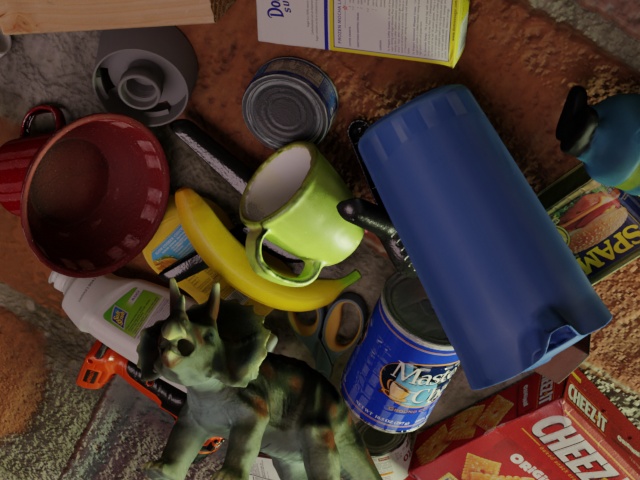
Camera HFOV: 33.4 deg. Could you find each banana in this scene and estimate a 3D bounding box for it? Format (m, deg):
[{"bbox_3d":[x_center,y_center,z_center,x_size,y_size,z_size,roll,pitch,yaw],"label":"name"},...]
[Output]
[{"bbox_3d":[-0.061,0.020,1.022,0.197,0.069,0.037,26,174,-15],"label":"banana"}]

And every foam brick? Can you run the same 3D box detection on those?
[{"bbox_3d":[0.224,0.086,1.021,0.051,0.078,0.053,29,130,-5],"label":"foam brick"}]

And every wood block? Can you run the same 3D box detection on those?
[{"bbox_3d":[-0.177,-0.238,0.911,0.206,0.090,0.091,1,126,20],"label":"wood block"}]

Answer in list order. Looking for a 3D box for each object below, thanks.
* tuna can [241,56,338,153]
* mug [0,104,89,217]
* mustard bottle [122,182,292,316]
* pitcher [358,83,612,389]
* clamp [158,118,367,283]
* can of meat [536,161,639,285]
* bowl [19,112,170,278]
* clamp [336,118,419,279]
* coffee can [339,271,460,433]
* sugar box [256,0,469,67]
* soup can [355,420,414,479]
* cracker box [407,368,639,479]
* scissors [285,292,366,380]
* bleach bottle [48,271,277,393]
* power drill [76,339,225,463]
[{"bbox_3d":[-0.028,-0.123,0.981,0.086,0.033,0.086,10,129,13],"label":"tuna can"},{"bbox_3d":[-0.278,-0.079,1.080,0.082,0.093,0.117,-5,93,29],"label":"mug"},{"bbox_3d":[-0.126,0.009,1.100,0.191,0.058,0.096,42,115,-13],"label":"mustard bottle"},{"bbox_3d":[0.131,-0.004,0.919,0.149,0.144,0.243,-31,85,40],"label":"pitcher"},{"bbox_3d":[-0.059,-0.018,1.043,0.210,0.036,0.165,13,108,-3],"label":"clamp"},{"bbox_3d":[0.244,-0.020,0.947,0.084,0.057,0.102,43,127,-11],"label":"can of meat"},{"bbox_3d":[-0.224,-0.048,1.014,0.055,0.161,0.162,25,139,42],"label":"bowl"},{"bbox_3d":[0.066,-0.030,0.992,0.039,0.120,0.171,-13,142,28],"label":"clamp"},{"bbox_3d":[0.088,0.112,1.073,0.103,0.102,0.140,24,131,1],"label":"coffee can"},{"bbox_3d":[0.034,-0.204,0.890,0.176,0.048,0.093,12,129,15],"label":"sugar box"},{"bbox_3d":[0.075,0.254,1.210,0.069,0.068,0.102,-2,124,21],"label":"soup can"},{"bbox_3d":[0.227,0.240,1.141,0.164,0.072,0.214,44,127,-16],"label":"cracker box"},{"bbox_3d":[-0.012,0.130,1.164,0.096,0.016,0.202,28,122,6],"label":"scissors"},{"bbox_3d":[-0.179,0.089,1.169,0.251,0.102,0.068,29,150,5],"label":"bleach bottle"},{"bbox_3d":[-0.191,0.184,1.252,0.187,0.057,0.185,30,144,-2],"label":"power drill"}]
